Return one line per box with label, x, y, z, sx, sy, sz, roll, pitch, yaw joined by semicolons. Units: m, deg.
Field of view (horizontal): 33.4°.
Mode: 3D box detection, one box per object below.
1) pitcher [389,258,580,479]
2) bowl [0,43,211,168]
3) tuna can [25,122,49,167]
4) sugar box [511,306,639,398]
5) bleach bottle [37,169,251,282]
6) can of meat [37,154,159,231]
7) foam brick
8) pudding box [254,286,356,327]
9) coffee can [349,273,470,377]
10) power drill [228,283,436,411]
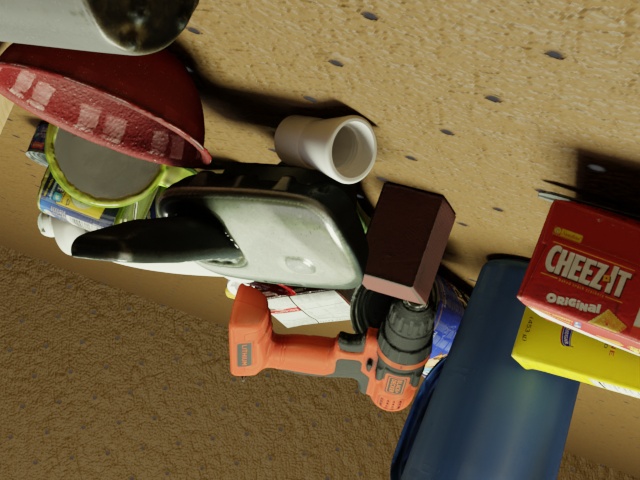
pitcher;0.152;0.143;0.942;0.149;0.243;0.145;17;170;13
bowl;-0.140;-0.104;0.714;0.162;0.055;0.162;19;170;3
tuna can;-0.250;-0.087;1.075;0.086;0.034;0.086;19;170;3
sugar box;0.247;0.074;0.827;0.176;0.093;0.048;12;168;32
bleach bottle;-0.169;-0.013;1.006;0.251;0.102;0.068;-1;161;31
can of meat;-0.192;-0.056;0.943;0.084;0.102;0.057;20;169;8
foam brick;0.066;0.002;0.832;0.051;0.078;0.053;16;167;22
pudding box;-0.011;0.056;1.123;0.090;0.039;0.113;-9;159;14
coffee can;0.110;0.087;1.124;0.103;0.103;0.140;12;167;37
power drill;0.010;0.092;0.996;0.187;0.057;0.184;11;143;3
